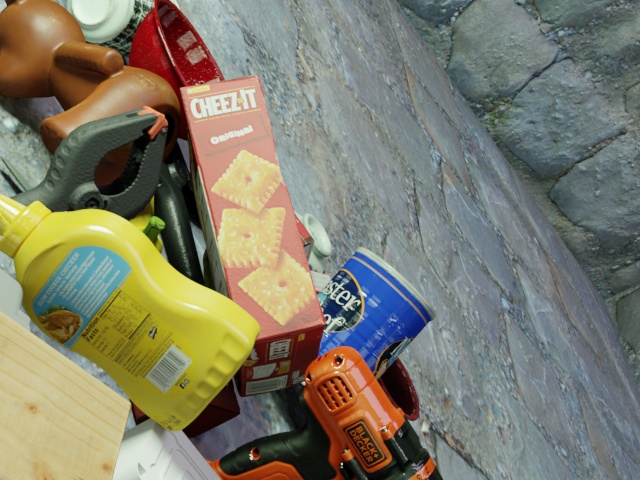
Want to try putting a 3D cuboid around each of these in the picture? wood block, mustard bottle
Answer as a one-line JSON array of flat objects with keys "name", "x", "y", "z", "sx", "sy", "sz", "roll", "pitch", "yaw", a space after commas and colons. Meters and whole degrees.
[{"name": "wood block", "x": -0.207, "y": 0.076, "z": 0.527, "sx": 0.206, "sy": 0.091, "sz": 0.090, "roll": 41, "pitch": 34, "yaw": -26}, {"name": "mustard bottle", "x": -0.140, "y": 0.036, "z": 0.705, "sx": 0.191, "sy": 0.096, "sz": 0.058, "roll": 39, "pitch": 25, "yaw": -6}]

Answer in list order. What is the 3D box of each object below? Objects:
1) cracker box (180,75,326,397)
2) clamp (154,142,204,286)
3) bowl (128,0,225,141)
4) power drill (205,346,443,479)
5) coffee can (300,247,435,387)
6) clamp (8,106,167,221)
[{"name": "cracker box", "x": -0.056, "y": 0.001, "z": 0.861, "sx": 0.164, "sy": 0.072, "sz": 0.214, "roll": 100, "pitch": -23, "yaw": -67}, {"name": "clamp", "x": -0.142, "y": -0.056, "z": 1.034, "sx": 0.210, "sy": 0.036, "sz": 0.164, "roll": 63, "pitch": 17, "yaw": -3}, {"name": "bowl", "x": -0.139, "y": -0.154, "z": 1.039, "sx": 0.162, "sy": 0.055, "sz": 0.162, "roll": 58, "pitch": 13, "yaw": -22}, {"name": "power drill", "x": -0.003, "y": 0.193, "z": 0.790, "sx": 0.184, "sy": 0.188, "sz": 0.057, "roll": 59, "pitch": 17, "yaw": 0}, {"name": "coffee can", "x": 0.029, "y": 0.091, "z": 1.048, "sx": 0.103, "sy": 0.140, "sz": 0.103, "roll": 42, "pitch": -8, "yaw": 7}, {"name": "clamp", "x": -0.166, "y": -0.019, "z": 0.759, "sx": 0.039, "sy": 0.171, "sz": 0.120, "roll": 39, "pitch": -14, "yaw": 46}]
